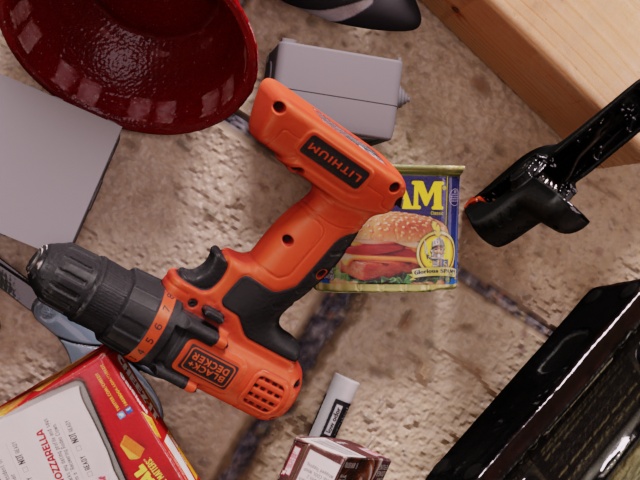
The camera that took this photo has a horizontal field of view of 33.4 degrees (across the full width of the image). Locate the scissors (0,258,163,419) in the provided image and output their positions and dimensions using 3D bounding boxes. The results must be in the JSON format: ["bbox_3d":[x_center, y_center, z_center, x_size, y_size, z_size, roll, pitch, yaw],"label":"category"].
[{"bbox_3d":[-0.155,0.040,0.693,0.096,0.016,0.201,-36,98,-8],"label":"scissors"}]

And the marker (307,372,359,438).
[{"bbox_3d":[-0.006,0.148,0.721,0.020,0.020,0.121,25,87,-10],"label":"marker"}]

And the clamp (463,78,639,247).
[{"bbox_3d":[0.138,-0.030,0.666,0.039,0.172,0.120,47,57,-2],"label":"clamp"}]

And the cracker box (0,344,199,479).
[{"bbox_3d":[-0.178,0.186,0.657,0.213,0.072,0.164,-31,95,-2],"label":"cracker box"}]

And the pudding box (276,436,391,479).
[{"bbox_3d":[0.000,0.172,0.677,0.039,0.113,0.090,22,86,23],"label":"pudding box"}]

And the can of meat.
[{"bbox_3d":[0.042,-0.009,0.710,0.102,0.057,0.084,1,93,-10],"label":"can of meat"}]

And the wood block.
[{"bbox_3d":[0.157,-0.151,0.711,0.206,0.091,0.090,42,84,-9],"label":"wood block"}]

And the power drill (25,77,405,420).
[{"bbox_3d":[-0.054,0.001,0.633,0.184,0.057,0.188,31,104,-23],"label":"power drill"}]

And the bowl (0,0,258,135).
[{"bbox_3d":[-0.111,-0.139,0.651,0.162,0.162,0.055,20,53,-10],"label":"bowl"}]
